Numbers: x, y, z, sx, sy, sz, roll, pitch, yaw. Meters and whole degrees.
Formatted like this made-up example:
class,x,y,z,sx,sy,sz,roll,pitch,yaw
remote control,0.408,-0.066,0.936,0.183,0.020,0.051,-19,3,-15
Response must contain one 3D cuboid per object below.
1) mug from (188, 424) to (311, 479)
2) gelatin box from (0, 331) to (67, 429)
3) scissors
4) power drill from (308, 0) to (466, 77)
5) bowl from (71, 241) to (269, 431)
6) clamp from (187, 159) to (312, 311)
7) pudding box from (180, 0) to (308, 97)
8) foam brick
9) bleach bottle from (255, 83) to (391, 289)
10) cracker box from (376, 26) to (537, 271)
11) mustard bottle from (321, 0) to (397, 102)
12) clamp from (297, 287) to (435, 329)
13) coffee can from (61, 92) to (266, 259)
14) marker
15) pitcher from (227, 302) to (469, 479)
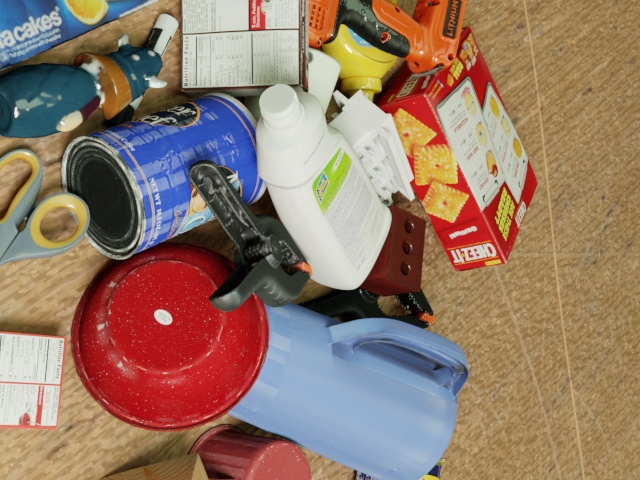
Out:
class,x,y,z,sx,sy,sz,roll,pitch,yaw
mug,-0.070,0.212,0.942,0.117,0.082,0.093,15,78,-43
gelatin box,-0.241,0.106,0.814,0.089,0.030,0.073,11,80,-43
scissors,-0.237,0.025,0.802,0.096,0.016,0.201,23,63,-21
power drill,0.052,-0.250,1.025,0.187,0.057,0.184,16,81,-28
bowl,-0.121,0.067,0.850,0.162,0.055,0.162,1,69,-3
clamp,-0.056,0.001,0.864,0.171,0.039,0.120,17,63,-70
pudding box,-0.067,-0.174,0.943,0.039,0.113,0.090,7,83,-80
foam brick,0.067,0.011,1.056,0.052,0.051,0.078,22,66,-40
bleach bottle,-0.001,-0.054,0.920,0.102,0.068,0.250,-66,156,-22
cracker box,0.153,-0.099,1.165,0.213,0.072,0.164,61,37,-24
mustard bottle,0.040,-0.226,1.085,0.096,0.058,0.191,0,88,-46
clamp,0.042,0.034,1.092,0.209,0.036,0.164,23,73,-38
coffee can,-0.126,-0.056,0.882,0.140,0.103,0.103,-26,107,-42
marker,-0.154,-0.141,0.917,0.020,0.020,0.121,39,63,-37
pitcher,0.009,0.126,0.979,0.242,0.145,0.149,28,83,-35
